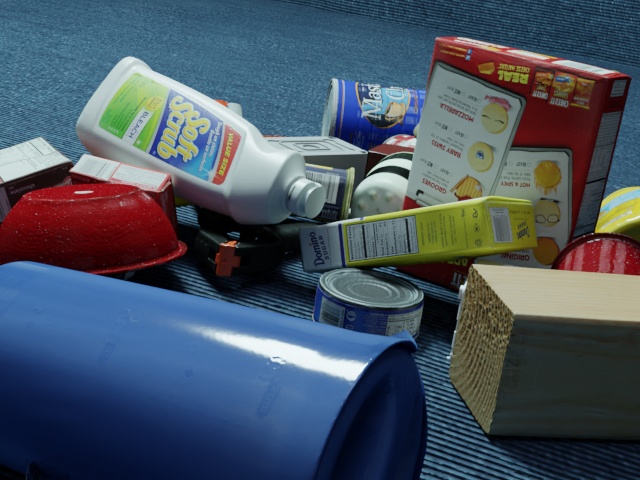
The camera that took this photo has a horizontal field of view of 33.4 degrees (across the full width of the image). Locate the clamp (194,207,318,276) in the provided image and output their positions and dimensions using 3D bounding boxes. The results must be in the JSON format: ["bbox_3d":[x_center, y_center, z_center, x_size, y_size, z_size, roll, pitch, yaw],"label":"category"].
[{"bbox_3d":[-0.056,0.001,0.948,0.120,0.039,0.171,2,15,-1],"label":"clamp"}]

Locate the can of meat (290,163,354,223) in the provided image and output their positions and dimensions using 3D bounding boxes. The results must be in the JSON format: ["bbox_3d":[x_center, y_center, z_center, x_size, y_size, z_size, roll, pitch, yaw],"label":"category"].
[{"bbox_3d":[-0.016,-0.048,1.046,0.084,0.057,0.102,10,0,-5],"label":"can of meat"}]

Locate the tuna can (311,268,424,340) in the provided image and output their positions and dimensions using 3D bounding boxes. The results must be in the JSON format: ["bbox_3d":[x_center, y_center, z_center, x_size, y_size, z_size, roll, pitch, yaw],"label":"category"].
[{"bbox_3d":[0.038,0.051,0.838,0.086,0.034,0.086,7,18,-3],"label":"tuna can"}]

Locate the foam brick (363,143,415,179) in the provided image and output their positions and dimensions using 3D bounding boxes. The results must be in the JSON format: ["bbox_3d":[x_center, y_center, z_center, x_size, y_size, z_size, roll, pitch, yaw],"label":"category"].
[{"bbox_3d":[0.076,-0.058,1.121,0.051,0.078,0.052,17,20,20],"label":"foam brick"}]

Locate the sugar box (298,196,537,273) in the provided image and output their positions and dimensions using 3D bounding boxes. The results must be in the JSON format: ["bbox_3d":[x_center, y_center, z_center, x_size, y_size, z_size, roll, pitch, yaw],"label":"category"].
[{"bbox_3d":[0.080,-0.002,0.888,0.177,0.048,0.093,-11,-7,34],"label":"sugar box"}]

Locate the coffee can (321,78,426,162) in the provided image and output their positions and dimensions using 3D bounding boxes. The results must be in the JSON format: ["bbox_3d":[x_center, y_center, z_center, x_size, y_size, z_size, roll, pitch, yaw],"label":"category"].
[{"bbox_3d":[0.077,-0.145,1.348,0.140,0.103,0.103,6,18,-6],"label":"coffee can"}]

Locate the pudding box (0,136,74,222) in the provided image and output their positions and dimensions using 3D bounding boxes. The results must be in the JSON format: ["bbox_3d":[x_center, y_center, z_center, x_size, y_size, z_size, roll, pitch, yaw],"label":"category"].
[{"bbox_3d":[-0.285,-0.051,0.963,0.113,0.039,0.090,-21,28,-24],"label":"pudding box"}]

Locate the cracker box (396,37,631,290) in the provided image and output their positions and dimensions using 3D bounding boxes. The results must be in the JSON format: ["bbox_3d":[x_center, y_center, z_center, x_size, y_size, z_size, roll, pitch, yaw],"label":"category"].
[{"bbox_3d":[0.164,-0.058,0.937,0.164,0.214,0.071,20,20,32],"label":"cracker box"}]

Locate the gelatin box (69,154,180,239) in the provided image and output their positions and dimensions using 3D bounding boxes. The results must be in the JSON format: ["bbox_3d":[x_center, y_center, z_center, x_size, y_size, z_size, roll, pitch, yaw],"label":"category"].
[{"bbox_3d":[-0.170,-0.031,0.934,0.089,0.073,0.030,14,44,15],"label":"gelatin box"}]

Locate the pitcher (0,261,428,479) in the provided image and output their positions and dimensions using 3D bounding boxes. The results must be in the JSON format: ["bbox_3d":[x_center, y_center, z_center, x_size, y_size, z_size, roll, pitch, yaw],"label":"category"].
[{"bbox_3d":[-0.080,0.093,0.534,0.243,0.145,0.149,13,5,26],"label":"pitcher"}]

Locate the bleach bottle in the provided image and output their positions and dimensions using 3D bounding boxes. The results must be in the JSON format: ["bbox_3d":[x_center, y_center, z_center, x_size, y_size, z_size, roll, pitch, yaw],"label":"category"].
[{"bbox_3d":[-0.098,-0.081,0.944,0.251,0.102,0.068,24,-18,31],"label":"bleach bottle"}]

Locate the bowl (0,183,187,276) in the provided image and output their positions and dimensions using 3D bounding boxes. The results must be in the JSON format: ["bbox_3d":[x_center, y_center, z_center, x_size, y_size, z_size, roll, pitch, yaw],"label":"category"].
[{"bbox_3d":[-0.188,-0.012,0.852,0.162,0.055,0.162,-2,11,0],"label":"bowl"}]

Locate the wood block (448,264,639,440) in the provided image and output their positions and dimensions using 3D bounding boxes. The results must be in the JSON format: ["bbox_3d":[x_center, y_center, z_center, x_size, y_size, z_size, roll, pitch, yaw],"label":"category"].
[{"bbox_3d":[0.205,0.079,0.736,0.206,0.090,0.091,4,18,-13],"label":"wood block"}]
